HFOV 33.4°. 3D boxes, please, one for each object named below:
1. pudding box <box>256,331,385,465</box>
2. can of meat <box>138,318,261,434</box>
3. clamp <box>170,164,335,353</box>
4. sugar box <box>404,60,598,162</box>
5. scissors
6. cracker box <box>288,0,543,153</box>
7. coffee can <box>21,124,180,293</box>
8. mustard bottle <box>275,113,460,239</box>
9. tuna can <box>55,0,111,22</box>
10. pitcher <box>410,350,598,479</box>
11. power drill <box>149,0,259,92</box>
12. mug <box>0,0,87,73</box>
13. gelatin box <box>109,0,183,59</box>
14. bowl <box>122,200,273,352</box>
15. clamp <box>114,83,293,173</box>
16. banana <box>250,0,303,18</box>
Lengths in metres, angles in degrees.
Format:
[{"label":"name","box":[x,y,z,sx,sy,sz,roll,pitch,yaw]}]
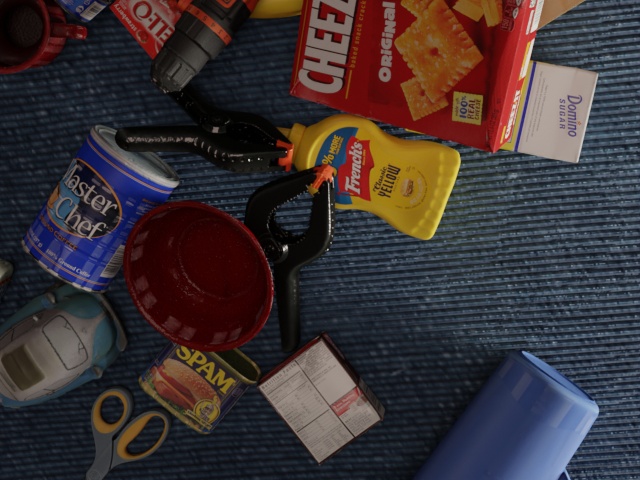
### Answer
[{"label":"pudding box","box":[0.001,0.168,1.134,0.090,0.039,0.113,-37,93,9]},{"label":"can of meat","box":[-0.129,0.143,1.131,0.102,0.057,0.084,39,102,-2]},{"label":"clamp","box":[-0.057,0.001,1.090,0.164,0.036,0.210,29,119,1]},{"label":"sugar box","box":[0.179,-0.140,1.070,0.176,0.048,0.093,11,100,0]},{"label":"scissors","box":[-0.254,0.238,1.175,0.202,0.016,0.096,-37,93,9]},{"label":"cracker box","box":[0.087,-0.191,0.995,0.214,0.072,0.164,18,115,18]},{"label":"coffee can","box":[-0.224,-0.032,1.087,0.103,0.102,0.140,35,100,-2]},{"label":"mustard bottle","box":[0.038,-0.076,1.083,0.191,0.058,0.096,20,105,2]},{"label":"tuna can","box":[-0.250,-0.259,1.063,0.034,0.086,0.086,-39,94,10]},{"label":"pitcher","box":[0.183,0.243,1.088,0.149,0.145,0.243,29,98,-32]},{"label":"power drill","box":[-0.151,-0.261,1.038,0.187,0.057,0.184,39,87,3]},{"label":"mug","box":[-0.293,-0.214,1.075,0.117,0.081,0.093,3,99,4]},{"label":"gelatin box","box":[-0.158,-0.226,1.089,0.073,0.030,0.089,-38,94,9]},{"label":"bowl","box":[-0.114,0.028,1.068,0.162,0.055,0.162,8,114,18]},{"label":"clamp","box":[-0.105,-0.114,1.062,0.171,0.120,0.039,15,139,3]},{"label":"banana","box":[-0.028,-0.259,1.073,0.198,0.037,0.069,-19,80,6]}]
